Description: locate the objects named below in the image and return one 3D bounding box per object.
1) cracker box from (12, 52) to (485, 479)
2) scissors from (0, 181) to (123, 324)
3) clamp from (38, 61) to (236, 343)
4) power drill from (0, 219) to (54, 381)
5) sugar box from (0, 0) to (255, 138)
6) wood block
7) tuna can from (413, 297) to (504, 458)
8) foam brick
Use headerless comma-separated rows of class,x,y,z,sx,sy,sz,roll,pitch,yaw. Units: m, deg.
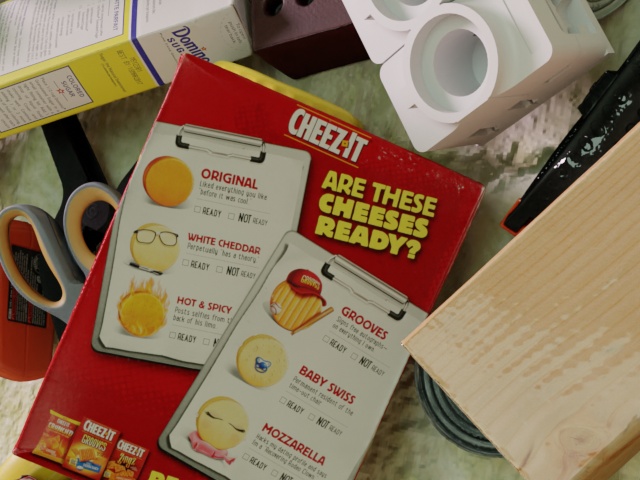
cracker box,-0.036,0.037,0.549,0.164,0.072,0.214,23,92,-7
scissors,-0.118,0.051,0.637,0.096,0.016,0.202,-39,85,11
clamp,-0.141,-0.023,0.682,0.165,0.036,0.210,13,89,29
power drill,-0.267,0.063,0.726,0.188,0.057,0.184,-7,76,28
sugar box,-0.126,-0.129,0.655,0.176,0.048,0.093,-14,48,11
wood block,0.147,0.013,0.454,0.206,0.090,0.091,-43,67,2
tuna can,0.093,0.065,0.533,0.086,0.033,0.086,-6,77,29
foam brick,0.004,-0.132,0.614,0.078,0.051,0.053,-11,74,28
